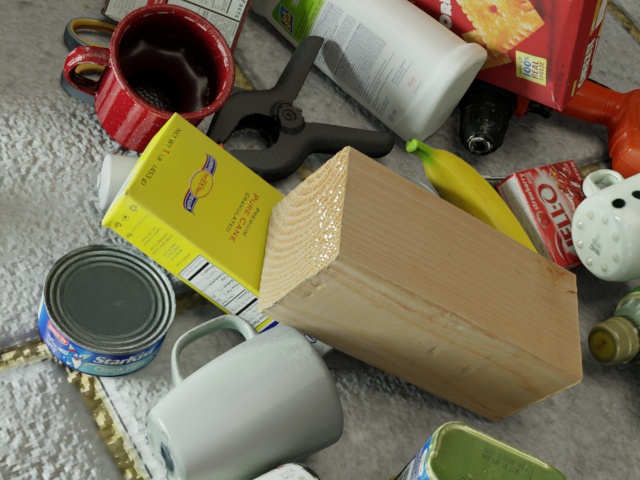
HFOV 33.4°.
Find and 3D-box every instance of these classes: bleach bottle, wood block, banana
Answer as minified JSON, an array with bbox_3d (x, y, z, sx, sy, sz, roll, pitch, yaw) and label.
[{"bbox_3d":[0.017,-0.197,0.921,0.251,0.103,0.068,41,43,11],"label":"bleach bottle"},{"bbox_3d":[0.070,0.035,0.721,0.205,0.090,0.091,27,48,-26],"label":"wood block"},{"bbox_3d":[0.136,0.000,0.849,0.069,0.037,0.198,-22,73,-50],"label":"banana"}]

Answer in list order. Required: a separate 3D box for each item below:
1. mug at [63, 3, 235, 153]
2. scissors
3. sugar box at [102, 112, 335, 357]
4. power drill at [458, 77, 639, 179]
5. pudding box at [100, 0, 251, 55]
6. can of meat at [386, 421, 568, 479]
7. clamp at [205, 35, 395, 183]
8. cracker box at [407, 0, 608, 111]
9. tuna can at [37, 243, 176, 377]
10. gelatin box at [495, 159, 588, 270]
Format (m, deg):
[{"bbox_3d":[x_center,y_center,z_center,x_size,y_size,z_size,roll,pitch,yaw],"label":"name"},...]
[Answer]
[{"bbox_3d":[-0.131,-0.116,0.789,0.117,0.082,0.093,7,69,-23],"label":"mug"},{"bbox_3d":[-0.119,-0.119,0.856,0.201,0.016,0.096,26,48,-3],"label":"scissors"},{"bbox_3d":[-0.055,0.001,0.736,0.176,0.048,0.093,35,45,-13],"label":"sugar box"},{"bbox_3d":[0.218,-0.116,0.976,0.187,0.057,0.184,23,47,-5],"label":"power drill"},{"bbox_3d":[-0.113,-0.206,0.876,0.113,0.090,0.039,20,11,-12],"label":"pudding box"},{"bbox_3d":[0.096,0.167,0.668,0.102,0.084,0.057,25,47,-3],"label":"can of meat"},{"bbox_3d":[-0.032,-0.102,0.858,0.171,0.039,0.120,-18,68,-32],"label":"clamp"},{"bbox_3d":[0.132,-0.222,0.896,0.214,0.164,0.072,26,53,21],"label":"cracker box"},{"bbox_3d":[-0.140,0.046,0.697,0.086,0.034,0.086,12,49,-15],"label":"tuna can"},{"bbox_3d":[0.196,-0.018,0.890,0.073,0.030,0.089,-14,75,-34],"label":"gelatin box"}]
